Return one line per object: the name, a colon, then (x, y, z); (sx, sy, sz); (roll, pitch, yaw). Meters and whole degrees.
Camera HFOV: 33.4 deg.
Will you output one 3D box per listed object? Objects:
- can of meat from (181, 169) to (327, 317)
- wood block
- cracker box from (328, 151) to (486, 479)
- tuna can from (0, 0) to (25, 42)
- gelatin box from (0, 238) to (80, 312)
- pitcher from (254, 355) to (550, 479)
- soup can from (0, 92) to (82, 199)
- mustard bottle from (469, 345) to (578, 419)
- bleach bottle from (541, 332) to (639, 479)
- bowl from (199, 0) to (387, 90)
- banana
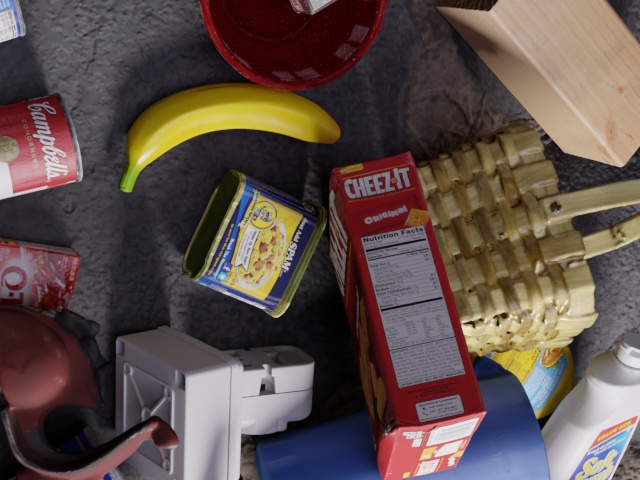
can of meat: (-0.056, 0.001, 0.887); (0.083, 0.058, 0.102); (24, 91, -26)
wood block: (0.212, -0.170, 0.950); (0.206, 0.091, 0.090); (41, 84, -28)
cracker box: (0.059, 0.065, 0.840); (0.072, 0.164, 0.214); (-11, 66, -6)
tuna can: (-0.236, -0.178, 0.737); (0.033, 0.086, 0.086); (-22, 112, -17)
gelatin box: (-0.232, 0.046, 0.828); (0.073, 0.030, 0.089); (10, 98, -27)
pitcher: (0.073, 0.212, 0.933); (0.242, 0.149, 0.145); (-13, 124, -5)
soup can: (-0.233, -0.064, 0.778); (0.102, 0.069, 0.068); (-16, 110, -21)
mustard bottle: (0.190, 0.120, 1.033); (0.191, 0.058, 0.096); (34, 84, -28)
bleach bottle: (0.249, 0.197, 1.030); (0.102, 0.068, 0.251); (-2, 125, -31)
bowl: (-0.028, -0.202, 0.847); (0.161, 0.055, 0.162); (-7, 106, -24)
banana: (-0.076, -0.095, 0.865); (0.197, 0.037, 0.070); (-15, 121, -21)
